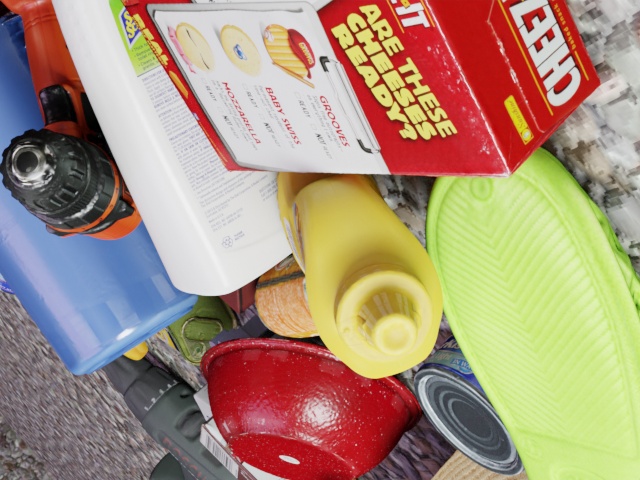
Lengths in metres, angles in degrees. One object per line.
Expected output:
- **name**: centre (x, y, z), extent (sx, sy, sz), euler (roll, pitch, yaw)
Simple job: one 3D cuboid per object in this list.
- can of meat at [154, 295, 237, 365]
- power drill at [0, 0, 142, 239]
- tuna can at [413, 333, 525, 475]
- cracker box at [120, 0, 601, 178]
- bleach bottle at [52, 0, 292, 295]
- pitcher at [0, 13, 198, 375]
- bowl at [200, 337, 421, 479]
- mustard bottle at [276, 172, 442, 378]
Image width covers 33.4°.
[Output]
- **can of meat**: centre (-0.127, 0.045, 0.900), extent (0.084, 0.057, 0.102), euler (23, 145, 48)
- **power drill**: centre (-0.158, -0.094, 0.617), extent (0.184, 0.057, 0.187), euler (83, 172, -84)
- **tuna can**: centre (0.096, 0.097, 0.629), extent (0.086, 0.033, 0.086), euler (38, 154, 23)
- **cracker box**: centre (-0.007, -0.111, 0.454), extent (0.214, 0.072, 0.164), euler (5, 132, 56)
- **bleach bottle**: centre (-0.083, -0.099, 0.590), extent (0.068, 0.102, 0.251), euler (4, 123, 47)
- **pitcher**: centre (-0.186, -0.035, 0.759), extent (0.243, 0.145, 0.149), euler (57, 169, 1)
- **bowl**: centre (-0.013, 0.129, 0.746), extent (0.162, 0.055, 0.162), euler (12, 150, 7)
- **mustard bottle**: centre (0.018, 0.012, 0.508), extent (0.191, 0.058, 0.096), euler (-112, 3, -73)
